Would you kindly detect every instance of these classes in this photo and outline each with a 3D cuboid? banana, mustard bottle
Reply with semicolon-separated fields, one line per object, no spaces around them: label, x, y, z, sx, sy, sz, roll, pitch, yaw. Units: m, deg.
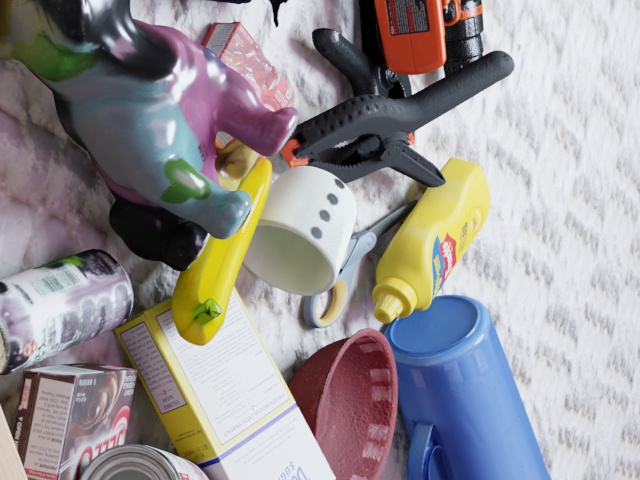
banana;-0.068;0.014;0.737;0.037;0.070;0.197;40;29;-19
mustard bottle;0.101;0.010;1.022;0.191;0.058;0.096;-51;151;-39

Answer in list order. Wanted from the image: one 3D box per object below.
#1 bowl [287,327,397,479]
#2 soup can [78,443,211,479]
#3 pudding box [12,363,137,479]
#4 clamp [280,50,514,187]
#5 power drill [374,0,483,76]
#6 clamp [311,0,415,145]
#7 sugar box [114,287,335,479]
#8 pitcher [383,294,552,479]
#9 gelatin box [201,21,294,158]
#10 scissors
bowl;0.010;0.152;0.920;0.161;0.055;0.162;-22;115;-60
soup can;-0.108;0.166;0.676;0.102;0.068;0.068;69;37;-72
pudding box;-0.156;0.124;0.675;0.113;0.039;0.090;27;72;-78
clamp;0.062;-0.097;0.909;0.209;0.036;0.165;-7;144;-36
power drill;0.105;-0.208;0.969;0.187;0.057;0.184;-50;131;-61
clamp;0.043;-0.147;0.939;0.120;0.039;0.171;-47;128;-39
sugar box;-0.067;0.119;0.767;0.093;0.048;0.176;-26;92;-48
pitcher;0.139;0.184;1.058;0.149;0.145;0.243;-106;175;-62
gelatin box;-0.062;-0.109;0.807;0.089;0.030;0.073;48;57;-46
scissors;0.036;0.021;0.979;0.201;0.016;0.096;-14;108;-53
